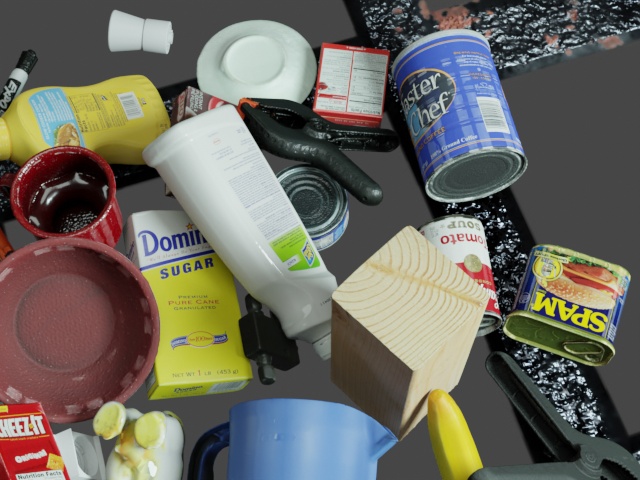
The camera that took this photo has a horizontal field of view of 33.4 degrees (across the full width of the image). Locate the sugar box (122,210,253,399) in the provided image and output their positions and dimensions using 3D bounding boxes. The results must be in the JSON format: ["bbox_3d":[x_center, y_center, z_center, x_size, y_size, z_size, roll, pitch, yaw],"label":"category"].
[{"bbox_3d":[-0.126,0.056,0.998,0.093,0.048,0.176,-2,66,-26],"label":"sugar box"}]

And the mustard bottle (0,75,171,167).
[{"bbox_3d":[-0.248,-0.109,1.049,0.191,0.058,0.096,-12,63,-29],"label":"mustard bottle"}]

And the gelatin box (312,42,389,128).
[{"bbox_3d":[0.032,-0.160,1.121,0.073,0.030,0.089,7,65,2],"label":"gelatin box"}]

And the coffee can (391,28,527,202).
[{"bbox_3d":[0.137,-0.123,1.062,0.102,0.103,0.140,-11,66,-5],"label":"coffee can"}]

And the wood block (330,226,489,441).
[{"bbox_3d":[0.070,0.086,0.908,0.090,0.206,0.091,-42,71,-17],"label":"wood block"}]

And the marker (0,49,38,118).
[{"bbox_3d":[-0.329,-0.151,1.125,0.020,0.020,0.121,16,66,8],"label":"marker"}]

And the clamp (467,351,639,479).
[{"bbox_3d":[0.215,0.200,0.913,0.210,0.036,0.164,34,37,0],"label":"clamp"}]

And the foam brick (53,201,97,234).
[{"bbox_3d":[-0.235,-0.015,1.042,0.051,0.053,0.078,9,65,4],"label":"foam brick"}]

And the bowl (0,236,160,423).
[{"bbox_3d":[-0.224,0.076,0.937,0.162,0.055,0.162,-1,94,-15],"label":"bowl"}]

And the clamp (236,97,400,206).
[{"bbox_3d":[0.001,-0.103,1.063,0.171,0.039,0.120,29,33,5],"label":"clamp"}]

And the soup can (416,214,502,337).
[{"bbox_3d":[0.129,0.035,1.007,0.068,0.068,0.102,-5,65,-2],"label":"soup can"}]

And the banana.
[{"bbox_3d":[0.131,0.220,0.910,0.037,0.070,0.198,-19,84,-8],"label":"banana"}]

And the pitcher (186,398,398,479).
[{"bbox_3d":[-0.031,0.258,0.880,0.144,0.149,0.243,14,67,-20],"label":"pitcher"}]

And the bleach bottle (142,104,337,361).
[{"bbox_3d":[-0.056,0.001,0.982,0.102,0.068,0.251,-32,90,-51],"label":"bleach bottle"}]

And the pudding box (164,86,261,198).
[{"bbox_3d":[-0.105,-0.086,1.060,0.089,0.039,0.113,18,63,-31],"label":"pudding box"}]

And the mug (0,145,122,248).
[{"bbox_3d":[-0.238,-0.031,0.974,0.117,0.081,0.093,16,67,7],"label":"mug"}]

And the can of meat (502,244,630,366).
[{"bbox_3d":[0.233,0.059,1.002,0.102,0.057,0.084,19,64,8],"label":"can of meat"}]

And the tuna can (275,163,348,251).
[{"bbox_3d":[-0.014,-0.033,1.059,0.086,0.034,0.086,0,65,0],"label":"tuna can"}]
